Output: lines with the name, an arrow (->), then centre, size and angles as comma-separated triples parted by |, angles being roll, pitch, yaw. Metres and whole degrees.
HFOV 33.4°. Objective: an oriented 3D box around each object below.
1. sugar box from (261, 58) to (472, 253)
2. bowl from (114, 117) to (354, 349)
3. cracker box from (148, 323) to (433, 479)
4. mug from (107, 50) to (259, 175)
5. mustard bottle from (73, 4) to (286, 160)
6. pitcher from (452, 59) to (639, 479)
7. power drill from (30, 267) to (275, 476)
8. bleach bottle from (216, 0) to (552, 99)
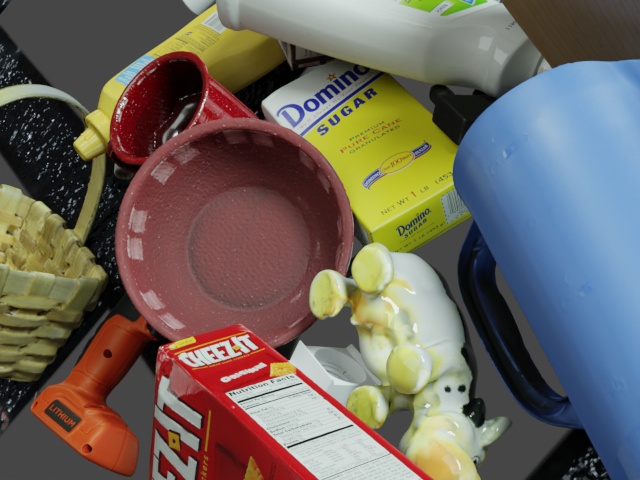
sugar box -> 0.035, -0.066, 0.763 | 0.093, 0.048, 0.176 | -30, 49, -9
bowl -> -0.055, 0.001, 0.728 | 0.162, 0.055, 0.162 | -1, 80, 8
cracker box -> -0.022, 0.172, 0.616 | 0.214, 0.071, 0.164 | 33, 123, 43
mug -> -0.105, -0.076, 0.796 | 0.117, 0.081, 0.093 | -21, 55, 27
mustard bottle -> -0.123, -0.128, 0.890 | 0.191, 0.058, 0.096 | -38, 43, -15
pitcher -> 0.165, 0.037, 0.571 | 0.145, 0.149, 0.243 | -18, 55, 0
power drill -> -0.129, 0.080, 0.815 | 0.185, 0.057, 0.187 | 19, 75, 49
bleach bottle -> 0.056, -0.152, 0.745 | 0.251, 0.068, 0.102 | 26, 45, 22
